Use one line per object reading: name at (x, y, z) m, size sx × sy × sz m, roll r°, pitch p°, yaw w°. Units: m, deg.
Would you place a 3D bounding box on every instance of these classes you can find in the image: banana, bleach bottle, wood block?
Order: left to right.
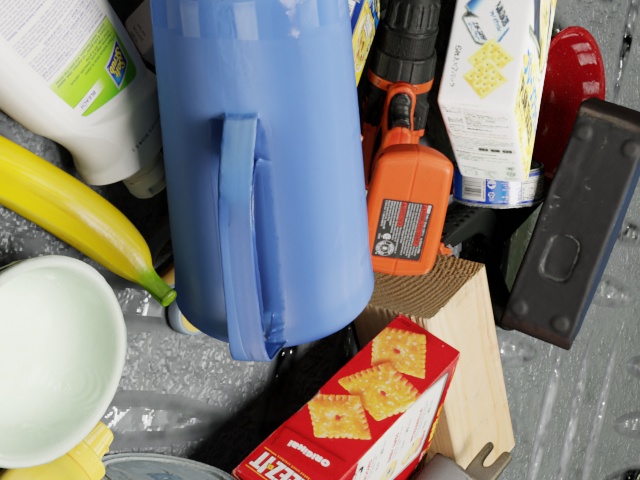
bleach bottle at (-0.160, -0.108, 0.599) m, size 0.102 × 0.068 × 0.250 m, roll -55°, pitch 139°, yaw -23°
banana at (-0.161, -0.026, 0.616) m, size 0.197 × 0.070 × 0.037 m, roll 36°, pitch 86°, yaw -41°
wood block at (0.103, 0.120, 0.963) m, size 0.090 × 0.091 × 0.206 m, roll -40°, pitch 129°, yaw -37°

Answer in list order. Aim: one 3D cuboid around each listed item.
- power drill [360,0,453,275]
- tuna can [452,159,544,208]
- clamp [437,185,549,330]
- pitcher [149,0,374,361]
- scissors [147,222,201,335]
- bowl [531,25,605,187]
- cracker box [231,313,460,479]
power drill at (0.061, -0.079, 0.788) m, size 0.187 × 0.057 × 0.184 m, roll -86°, pitch -178°, yaw -54°
tuna can at (0.166, -0.055, 0.997) m, size 0.085 × 0.086 × 0.034 m, roll -17°, pitch 111°, yaw -48°
clamp at (0.165, 0.001, 1.048) m, size 0.209 × 0.036 × 0.164 m, roll 15°, pitch 90°, yaw -53°
pitcher at (-0.036, -0.057, 0.635) m, size 0.144 × 0.149 × 0.243 m, roll -27°, pitch 132°, yaw -28°
scissors at (-0.055, 0.001, 0.794) m, size 0.201 × 0.016 × 0.096 m, roll -28°, pitch 122°, yaw -44°
bowl at (0.226, -0.135, 1.074) m, size 0.161 × 0.055 × 0.162 m, roll -17°, pitch 113°, yaw -48°
cracker box at (0.013, 0.181, 0.847) m, size 0.213 × 0.072 × 0.164 m, roll -38°, pitch 150°, yaw -39°
